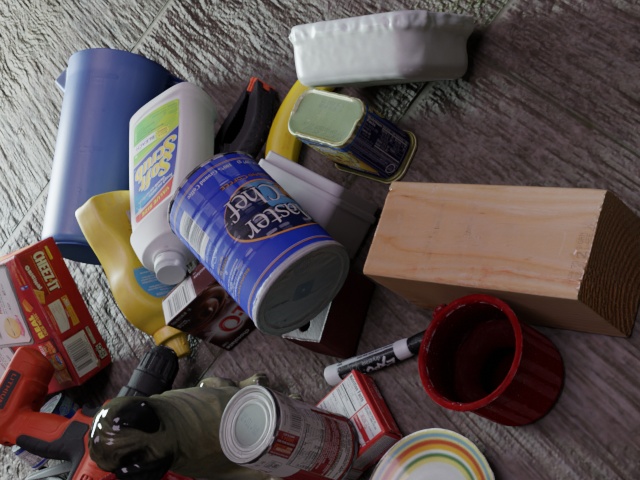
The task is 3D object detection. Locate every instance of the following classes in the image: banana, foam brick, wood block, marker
[{"bbox_3d":[-0.013,-0.131,1.136,0.070,0.037,0.198,20,86,17],"label":"banana"},{"bbox_3d":[0.008,0.066,0.999,0.053,0.051,0.078,4,72,44],"label":"foam brick"},{"bbox_3d":[0.150,0.011,0.868,0.207,0.090,0.090,6,72,45],"label":"wood block"},{"bbox_3d":[0.056,0.105,0.958,0.121,0.020,0.020,-25,54,32],"label":"marker"}]

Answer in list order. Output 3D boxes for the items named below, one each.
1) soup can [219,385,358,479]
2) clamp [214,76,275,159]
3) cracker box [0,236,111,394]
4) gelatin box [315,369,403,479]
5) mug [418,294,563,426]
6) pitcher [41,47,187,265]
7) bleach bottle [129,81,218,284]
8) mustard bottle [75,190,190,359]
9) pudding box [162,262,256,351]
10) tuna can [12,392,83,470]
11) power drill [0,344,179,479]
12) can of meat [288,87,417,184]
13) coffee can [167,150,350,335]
[{"bbox_3d":[-0.026,0.166,0.896,0.069,0.102,0.068,-22,55,35],"label":"soup can"},{"bbox_3d":[-0.106,-0.082,1.185,0.165,0.036,0.210,-15,52,54],"label":"clamp"},{"bbox_3d":[-0.365,0.104,1.254,0.214,0.072,0.164,-19,101,36],"label":"cracker box"},{"bbox_3d":[0.023,0.171,0.946,0.089,0.030,0.073,-45,44,17],"label":"gelatin box"},{"bbox_3d":[0.132,0.092,0.848,0.093,0.081,0.117,-52,44,9],"label":"mug"},{"bbox_3d":[-0.248,-0.097,1.279,0.149,0.144,0.243,-15,63,51],"label":"pitcher"},{"bbox_3d":[-0.154,-0.057,1.128,0.103,0.068,0.251,-30,41,18],"label":"bleach bottle"},{"bbox_3d":[-0.188,0.040,1.153,0.058,0.096,0.192,-35,75,27],"label":"mustard bottle"},{"bbox_3d":[-0.090,0.054,1.069,0.114,0.089,0.039,-40,45,21],"label":"pudding box"},{"bbox_3d":[-0.306,0.213,1.200,0.086,0.033,0.086,-44,15,14],"label":"tuna can"},{"bbox_3d":[-0.251,0.174,1.111,0.188,0.057,0.184,16,71,30],"label":"power drill"},{"bbox_3d":[0.029,-0.103,1.044,0.102,0.083,0.057,21,84,47],"label":"can of meat"},{"bbox_3d":[-0.056,0.001,0.954,0.103,0.102,0.140,-51,60,10],"label":"coffee can"}]
